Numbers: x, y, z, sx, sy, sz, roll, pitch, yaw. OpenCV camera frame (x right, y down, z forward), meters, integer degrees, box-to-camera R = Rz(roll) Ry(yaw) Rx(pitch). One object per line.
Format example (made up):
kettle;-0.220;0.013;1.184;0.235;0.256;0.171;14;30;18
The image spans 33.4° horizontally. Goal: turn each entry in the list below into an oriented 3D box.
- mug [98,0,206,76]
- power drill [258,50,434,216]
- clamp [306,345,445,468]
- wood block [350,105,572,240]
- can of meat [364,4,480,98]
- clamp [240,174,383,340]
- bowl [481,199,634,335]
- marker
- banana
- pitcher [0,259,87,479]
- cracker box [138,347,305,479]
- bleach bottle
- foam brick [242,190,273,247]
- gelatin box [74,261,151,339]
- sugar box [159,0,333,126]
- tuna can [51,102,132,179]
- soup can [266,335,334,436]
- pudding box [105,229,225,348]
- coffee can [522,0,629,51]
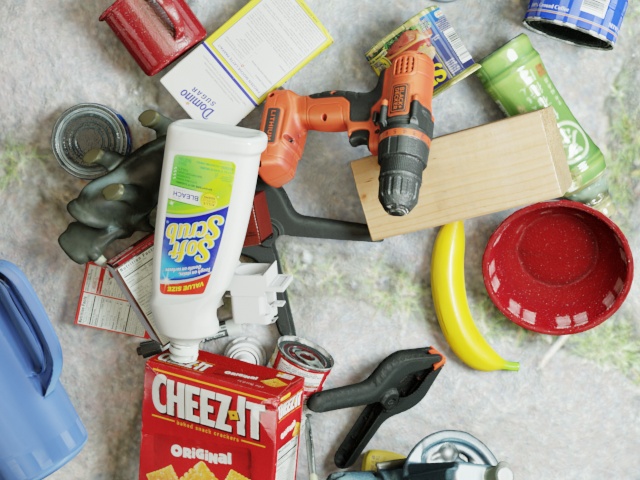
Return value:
mug;-0.172;-0.232;1.133;0.093;0.117;0.081;-40;100;-21
power drill;0.027;-0.102;1.103;0.188;0.057;0.184;-4;61;26
clamp;0.067;0.182;1.196;0.171;0.039;0.120;-25;134;-17
wood block;0.150;-0.071;1.129;0.206;0.090;0.090;-14;96;22
can of meat;0.108;-0.194;1.152;0.102;0.057;0.084;-31;93;42
clamp;-0.058;0.001;1.192;0.210;0.036;0.165;34;100;-1
bowl;0.261;0.022;1.177;0.162;0.055;0.162;5;114;11
marker;-0.149;0.111;1.209;0.121;0.020;0.020;-15;95;0
banana;0.160;0.070;1.207;0.069;0.037;0.198;-25;98;-24
pitcher;-0.347;0.139;1.150;0.144;0.149;0.243;-32;99;-17
cracker box;-0.111;0.237;1.151;0.164;0.072;0.214;11;107;21
bleach bottle;-0.121;0.007;1.099;0.102;0.068;0.251;11;106;9
foam brick;-0.098;-0.019;1.149;0.078;0.051;0.053;-9;101;13
gelatin box;-0.225;0.065;1.197;0.089;0.030;0.073;12;96;-3
sugar box;-0.080;-0.197;1.171;0.176;0.048;0.093;-39;96;5
tuna can;-0.253;-0.109;1.179;0.086;0.034;0.086;0;95;-1
soup can;-0.035;0.166;1.182;0.068;0.068;0.102;22;107;-3
pudding box;-0.167;0.047;1.164;0.090;0.039;0.113;-34;114;-17
coffee can;0.287;-0.286;1.143;0.103;0.103;0.140;18;94;-3
